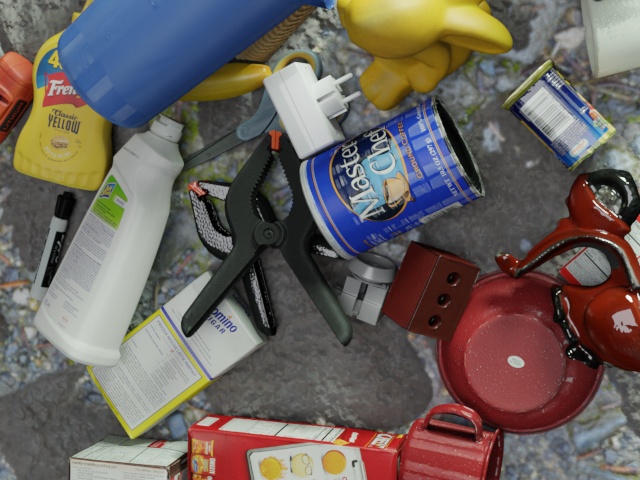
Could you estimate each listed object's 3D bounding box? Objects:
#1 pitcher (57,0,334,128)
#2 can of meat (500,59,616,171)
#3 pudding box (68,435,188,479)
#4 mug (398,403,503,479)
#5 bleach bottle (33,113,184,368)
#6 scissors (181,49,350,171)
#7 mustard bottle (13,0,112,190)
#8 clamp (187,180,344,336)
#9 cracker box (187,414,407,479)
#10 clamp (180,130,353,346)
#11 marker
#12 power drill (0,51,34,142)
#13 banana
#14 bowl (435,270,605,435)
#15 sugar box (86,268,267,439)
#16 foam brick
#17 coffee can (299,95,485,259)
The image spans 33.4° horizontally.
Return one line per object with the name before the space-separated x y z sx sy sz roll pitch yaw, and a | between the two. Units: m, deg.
pitcher | -0.114 -0.215 0.917 0.243 0.149 0.144 -36 128 21
can of meat | 0.210 -0.108 0.937 0.057 0.102 0.084 -45 85 16
pudding box | -0.189 0.233 1.097 0.114 0.090 0.039 1 96 16
mug | 0.122 0.204 0.999 0.082 0.093 0.117 9 121 20
bleach bottle | -0.197 -0.006 1.069 0.103 0.068 0.251 31 97 41
scissors | -0.070 -0.129 1.061 0.202 0.016 0.096 -10 92 17
mustard bottle | -0.247 -0.153 1.087 0.096 0.058 0.192 15 99 3
clamp | -0.058 -0.004 1.061 0.120 0.039 0.171 -38 88 6
cracker box | -0.024 0.267 1.063 0.214 0.072 0.164 3 97 15
clamp | -0.057 0.001 1.022 0.164 0.036 0.210 -4 84 5
marker | -0.285 0.005 1.137 0.020 0.020 0.121 22 102 13
power drill | -0.357 -0.151 1.054 0.057 0.187 0.185 46 107 9
banana | -0.148 -0.161 1.041 0.197 0.070 0.037 7 75 -7
bowl | 0.182 0.109 0.993 0.162 0.055 0.162 2 96 16
sugar box | -0.148 0.116 1.096 0.176 0.048 0.093 -37 83 14
foam brick | 0.102 0.047 0.998 0.052 0.051 0.078 16 100 -32
coffee can | 0.066 -0.057 0.983 0.140 0.102 0.103 -26 89 17
